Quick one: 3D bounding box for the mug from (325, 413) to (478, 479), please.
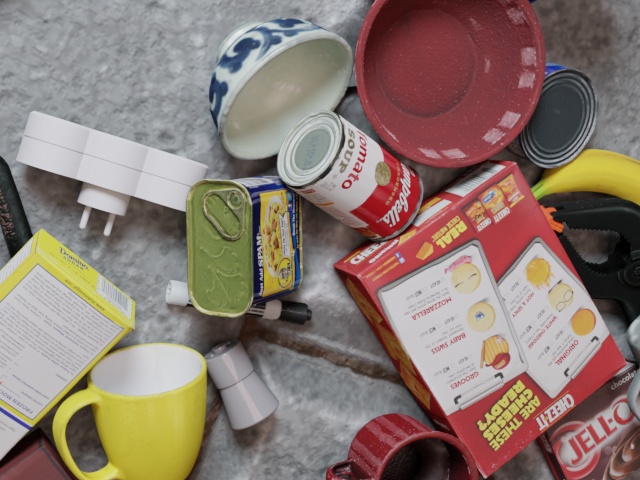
[{"bbox_3d":[0.061,0.194,0.887,0.117,0.082,0.093,-5,99,-18],"label":"mug"}]

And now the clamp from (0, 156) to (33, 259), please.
[{"bbox_3d":[-0.222,0.019,0.791,0.171,0.039,0.120,35,100,-25],"label":"clamp"}]

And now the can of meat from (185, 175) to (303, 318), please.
[{"bbox_3d":[-0.055,0.001,0.817,0.083,0.058,0.102,-15,106,-60],"label":"can of meat"}]

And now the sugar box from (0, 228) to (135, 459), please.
[{"bbox_3d":[-0.226,0.085,0.771,0.176,0.048,0.093,-42,113,12],"label":"sugar box"}]

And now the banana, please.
[{"bbox_3d":[0.275,-0.039,0.956,0.197,0.037,0.070,17,117,-17],"label":"banana"}]

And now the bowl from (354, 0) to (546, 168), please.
[{"bbox_3d":[0.095,-0.140,0.851,0.162,0.055,0.162,-3,100,-17],"label":"bowl"}]

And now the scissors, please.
[{"bbox_3d":[0.103,-0.130,0.895,0.201,0.016,0.096,-27,105,-13],"label":"scissors"}]

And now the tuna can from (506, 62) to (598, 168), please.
[{"bbox_3d":[0.193,-0.107,0.906,0.086,0.034,0.086,-12,116,-27],"label":"tuna can"}]

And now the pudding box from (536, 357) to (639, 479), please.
[{"bbox_3d":[0.255,0.172,0.972,0.113,0.039,0.090,-30,104,-13],"label":"pudding box"}]

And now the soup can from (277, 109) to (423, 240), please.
[{"bbox_3d":[0.023,-0.050,0.834,0.102,0.069,0.068,31,86,-41],"label":"soup can"}]

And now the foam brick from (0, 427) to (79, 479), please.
[{"bbox_3d":[-0.211,0.192,0.812,0.051,0.053,0.078,-37,105,-11],"label":"foam brick"}]

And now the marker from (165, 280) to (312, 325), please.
[{"bbox_3d":[-0.064,0.051,0.861,0.121,0.020,0.020,11,93,-19],"label":"marker"}]

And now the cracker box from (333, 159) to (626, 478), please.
[{"bbox_3d":[0.136,0.063,0.902,0.164,0.072,0.213,-36,107,-11],"label":"cracker box"}]
